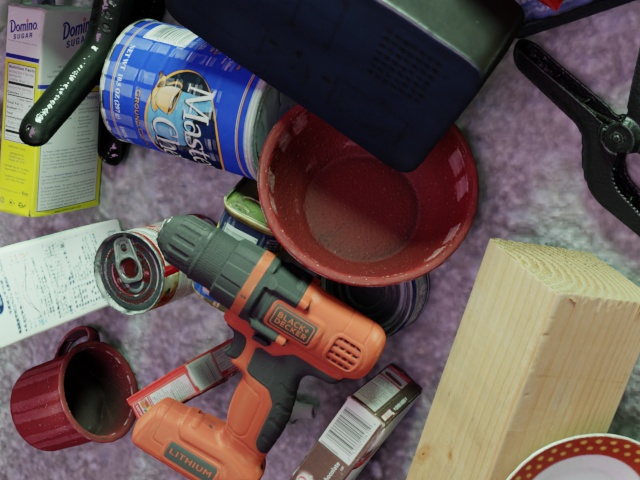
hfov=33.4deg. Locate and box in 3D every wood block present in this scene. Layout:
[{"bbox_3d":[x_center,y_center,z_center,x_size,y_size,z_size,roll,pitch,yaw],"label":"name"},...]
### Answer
[{"bbox_3d":[0.144,0.113,0.753,0.090,0.090,0.206,-131,53,-59],"label":"wood block"}]

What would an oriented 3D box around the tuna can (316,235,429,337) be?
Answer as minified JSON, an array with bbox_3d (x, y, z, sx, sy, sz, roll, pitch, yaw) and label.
[{"bbox_3d":[0.040,0.035,0.841,0.086,0.033,0.086,6,102,26],"label":"tuna can"}]

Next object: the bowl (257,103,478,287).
[{"bbox_3d":[0.034,-0.034,0.793,0.162,0.055,0.162,1,69,-2],"label":"bowl"}]

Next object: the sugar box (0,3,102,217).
[{"bbox_3d":[-0.228,-0.113,0.919,0.048,0.093,0.176,11,104,25],"label":"sugar box"}]

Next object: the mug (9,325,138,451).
[{"bbox_3d":[-0.227,0.135,0.976,0.082,0.093,0.117,-21,59,34],"label":"mug"}]

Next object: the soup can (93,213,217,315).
[{"bbox_3d":[-0.130,0.018,0.887,0.069,0.102,0.068,6,102,26],"label":"soup can"}]

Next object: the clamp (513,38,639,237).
[{"bbox_3d":[0.212,-0.081,0.716,0.120,0.039,0.171,-25,96,51],"label":"clamp"}]

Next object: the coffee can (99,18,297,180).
[{"bbox_3d":[-0.087,-0.110,0.840,0.140,0.102,0.103,18,107,24],"label":"coffee can"}]

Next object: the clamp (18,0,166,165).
[{"bbox_3d":[-0.166,-0.157,0.876,0.036,0.164,0.210,23,87,10],"label":"clamp"}]

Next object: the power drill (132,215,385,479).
[{"bbox_3d":[-0.069,0.091,0.798,0.184,0.057,0.188,32,115,2],"label":"power drill"}]

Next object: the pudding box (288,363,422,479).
[{"bbox_3d":[0.024,0.159,0.842,0.039,0.089,0.114,40,114,12],"label":"pudding box"}]

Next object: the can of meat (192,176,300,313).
[{"bbox_3d":[-0.056,0.001,0.846,0.057,0.102,0.084,27,114,1],"label":"can of meat"}]

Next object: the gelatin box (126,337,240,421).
[{"bbox_3d":[-0.109,0.119,0.903,0.073,0.089,0.030,-32,86,29],"label":"gelatin box"}]
